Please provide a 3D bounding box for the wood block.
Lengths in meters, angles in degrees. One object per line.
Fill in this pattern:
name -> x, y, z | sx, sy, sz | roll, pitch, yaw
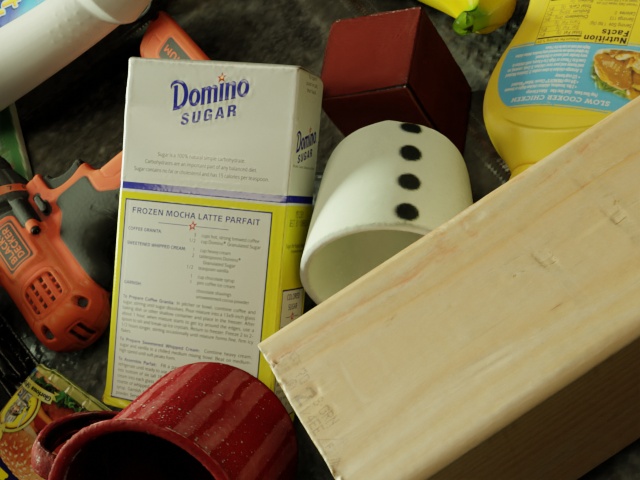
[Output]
wood block -> 0.093, 0.037, 0.436 | 0.206, 0.090, 0.090 | -33, 52, -3

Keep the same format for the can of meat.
can of meat -> -0.135, 0.122, 0.553 | 0.102, 0.057, 0.084 | 27, 74, 37

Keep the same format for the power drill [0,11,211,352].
power drill -> -0.137, -0.049, 0.653 | 0.187, 0.057, 0.185 | -44, 58, 3

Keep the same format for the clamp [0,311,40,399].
clamp -> -0.215, 0.024, 0.624 | 0.039, 0.120, 0.172 | -34, 44, -21

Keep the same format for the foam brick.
foam brick -> 0.040, -0.077, 0.561 | 0.053, 0.078, 0.051 | -3, 62, 28

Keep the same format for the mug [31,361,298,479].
mug -> -0.070, 0.102, 0.474 | 0.117, 0.081, 0.093 | 11, 109, 16

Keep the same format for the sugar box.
sugar box -> -0.053, 0.001, 0.531 | 0.093, 0.048, 0.176 | 7, 91, 18

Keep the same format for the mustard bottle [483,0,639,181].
mustard bottle -> 0.133, -0.081, 0.523 | 0.096, 0.058, 0.191 | 9, 67, 35

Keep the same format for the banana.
banana -> 0.053, -0.156, 0.613 | 0.198, 0.069, 0.037 | 41, 119, 49

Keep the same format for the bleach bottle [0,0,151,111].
bleach bottle -> -0.173, -0.155, 0.680 | 0.251, 0.068, 0.102 | -22, 54, 35
